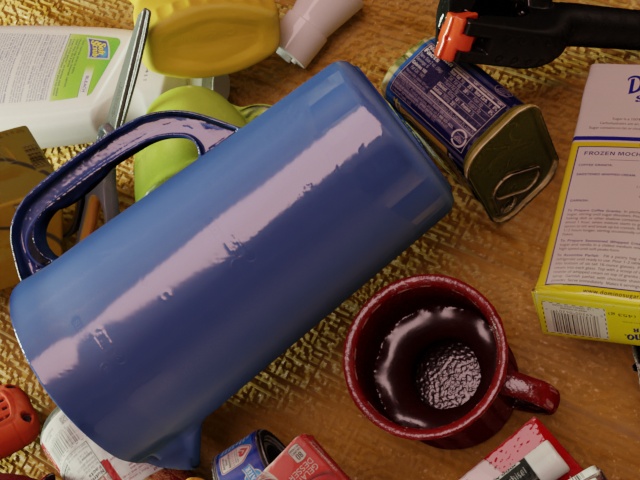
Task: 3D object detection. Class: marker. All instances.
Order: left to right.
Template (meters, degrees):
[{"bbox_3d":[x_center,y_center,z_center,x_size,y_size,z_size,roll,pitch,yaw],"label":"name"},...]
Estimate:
[{"bbox_3d":[0.074,0.145,0.547,0.121,0.020,0.020,-38,63,3],"label":"marker"}]

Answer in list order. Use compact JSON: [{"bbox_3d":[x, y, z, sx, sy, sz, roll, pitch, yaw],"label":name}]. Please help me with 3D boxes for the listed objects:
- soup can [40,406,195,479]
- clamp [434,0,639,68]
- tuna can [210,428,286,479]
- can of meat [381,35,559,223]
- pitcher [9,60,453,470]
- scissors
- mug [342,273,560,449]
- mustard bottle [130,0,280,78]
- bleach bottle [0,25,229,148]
[{"bbox_3d":[-0.123,0.146,0.672,0.068,0.068,0.102,-44,62,1],"label":"soup can"},{"bbox_3d":[0.133,-0.133,0.647,0.120,0.039,0.171,24,36,24],"label":"clamp"},{"bbox_3d":[-0.026,0.154,0.623,0.034,0.086,0.086,-34,63,4],"label":"tuna can"},{"bbox_3d":[0.091,-0.069,0.652,0.057,0.102,0.084,-44,60,1],"label":"can of meat"},{"bbox_3d":[-0.054,0.001,0.617,0.243,0.149,0.145,-38,39,7],"label":"pitcher"},{"bbox_3d":[-0.156,-0.069,0.738,0.096,0.016,0.202,28,115,42],"label":"scissors"},{"bbox_3d":[0.080,0.077,0.613,0.117,0.081,0.093,10,75,24],"label":"mug"},{"bbox_3d":[-0.096,-0.192,0.772,0.096,0.058,0.192,-13,43,-9],"label":"mustard bottle"},{"bbox_3d":[-0.189,-0.110,0.794,0.251,0.068,0.102,4,72,19],"label":"bleach bottle"}]
